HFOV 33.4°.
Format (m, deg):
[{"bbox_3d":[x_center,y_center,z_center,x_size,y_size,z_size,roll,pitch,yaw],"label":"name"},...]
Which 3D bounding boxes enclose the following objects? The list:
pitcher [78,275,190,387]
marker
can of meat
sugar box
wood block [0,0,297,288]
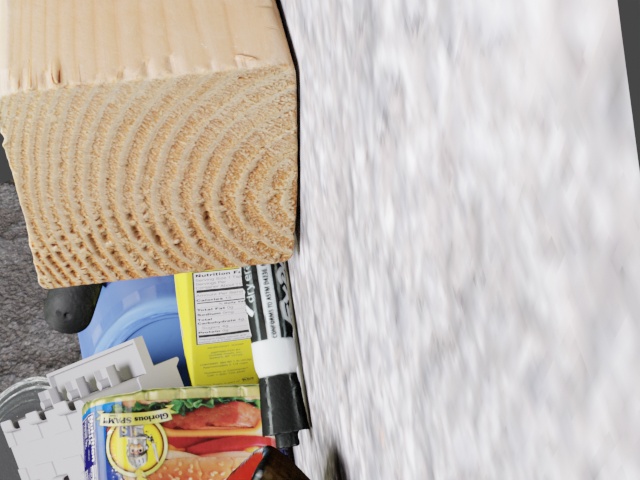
[{"bbox_3d":[-0.126,0.054,0.779,0.243,0.149,0.145,-133,36,-72],"label":"pitcher"},{"bbox_3d":[-0.022,0.022,0.425,0.020,0.020,0.121,120,142,-78],"label":"marker"},{"bbox_3d":[-0.062,0.116,0.509,0.058,0.102,0.084,136,130,-60],"label":"can of meat"},{"bbox_3d":[-0.054,0.001,0.544,0.176,0.048,0.093,91,169,-54],"label":"sugar box"},{"bbox_3d":[-0.070,-0.091,0.409,0.090,0.090,0.206,92,168,-47],"label":"wood block"}]
